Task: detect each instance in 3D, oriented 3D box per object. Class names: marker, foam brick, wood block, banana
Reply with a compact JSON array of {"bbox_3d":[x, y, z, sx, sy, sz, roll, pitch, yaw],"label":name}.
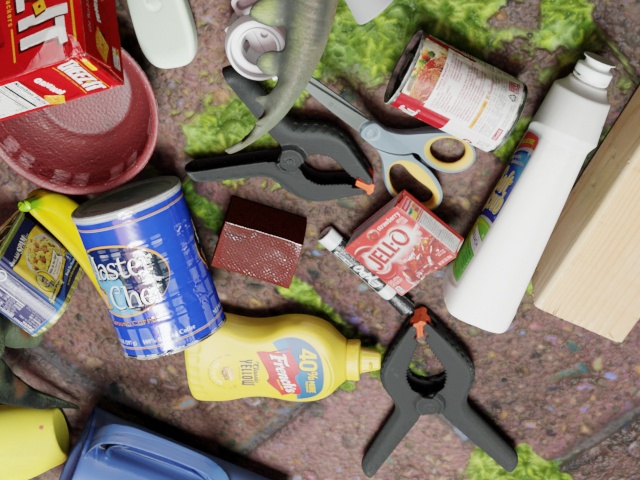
[{"bbox_3d":[0.046,0.032,1.026,0.121,0.020,0.020,42,116,-18],"label":"marker"},{"bbox_3d":[-0.057,0.001,1.000,0.078,0.051,0.053,18,120,-5],"label":"foam brick"},{"bbox_3d":[0.273,-0.025,0.929,0.090,0.090,0.206,23,120,-7],"label":"wood block"},{"bbox_3d":[-0.223,0.013,1.015,0.037,0.069,0.197,-17,130,23],"label":"banana"}]

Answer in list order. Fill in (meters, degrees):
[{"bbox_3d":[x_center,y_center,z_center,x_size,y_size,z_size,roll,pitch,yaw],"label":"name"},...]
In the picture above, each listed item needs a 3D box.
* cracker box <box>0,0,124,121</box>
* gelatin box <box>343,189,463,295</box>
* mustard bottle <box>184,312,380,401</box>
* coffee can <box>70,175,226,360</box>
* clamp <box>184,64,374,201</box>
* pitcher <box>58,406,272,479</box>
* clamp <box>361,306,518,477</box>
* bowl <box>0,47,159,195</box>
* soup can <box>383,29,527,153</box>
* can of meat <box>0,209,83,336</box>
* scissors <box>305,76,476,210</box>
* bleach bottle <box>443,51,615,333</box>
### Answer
[{"bbox_3d":[-0.275,-0.181,0.852,0.214,0.072,0.164,-14,74,14],"label":"cracker box"},{"bbox_3d":[0.075,0.004,0.980,0.073,0.030,0.089,39,138,-10],"label":"gelatin box"},{"bbox_3d":[-0.036,0.117,1.063,0.191,0.058,0.096,0,122,5],"label":"mustard bottle"},{"bbox_3d":[-0.156,0.024,0.979,0.103,0.102,0.140,-13,107,13],"label":"coffee can"},{"bbox_3d":[-0.029,-0.088,0.950,0.171,0.039,0.120,11,131,-7],"label":"clamp"},{"bbox_3d":[-0.152,0.271,1.126,0.242,0.149,0.145,21,92,-11],"label":"pitcher"},{"bbox_3d":[0.122,0.162,1.086,0.164,0.036,0.210,1,120,6],"label":"clamp"},{"bbox_3d":[-0.216,-0.123,0.940,0.162,0.055,0.162,3,121,4],"label":"bowl"},{"bbox_3d":[0.114,-0.125,0.898,0.102,0.068,0.069,25,120,-10],"label":"soup can"},{"bbox_3d":[-0.278,0.031,1.013,0.084,0.102,0.058,41,117,-20],"label":"can of meat"},{"bbox_3d":[0.064,-0.101,0.924,0.096,0.016,0.201,-30,127,13],"label":"scissors"},{"bbox_3d":[0.186,-0.046,0.931,0.068,0.102,0.251,21,115,-2],"label":"bleach bottle"}]
